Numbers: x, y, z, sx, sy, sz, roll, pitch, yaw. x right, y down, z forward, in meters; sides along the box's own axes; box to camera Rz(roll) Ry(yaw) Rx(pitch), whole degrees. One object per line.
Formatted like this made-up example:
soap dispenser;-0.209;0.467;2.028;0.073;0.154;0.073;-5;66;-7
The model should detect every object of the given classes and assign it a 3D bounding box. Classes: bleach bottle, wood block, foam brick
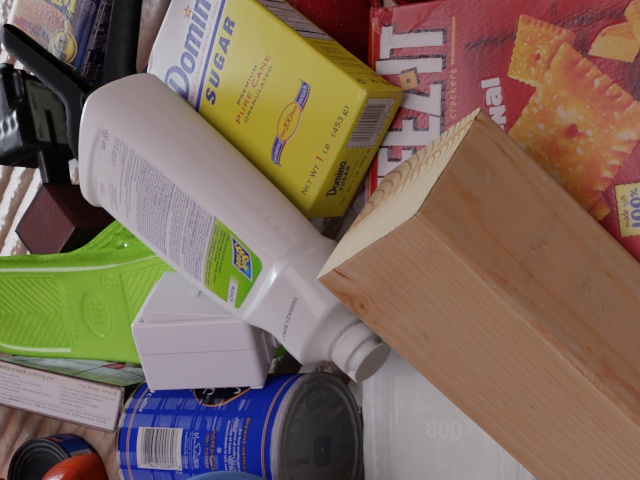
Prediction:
bleach bottle;-0.054;0.001;0.660;0.251;0.068;0.103;42;141;28
wood block;0.114;0.044;0.562;0.206;0.090;0.091;42;142;-10
foam brick;-0.188;-0.009;0.838;0.051;0.078;0.053;48;116;23

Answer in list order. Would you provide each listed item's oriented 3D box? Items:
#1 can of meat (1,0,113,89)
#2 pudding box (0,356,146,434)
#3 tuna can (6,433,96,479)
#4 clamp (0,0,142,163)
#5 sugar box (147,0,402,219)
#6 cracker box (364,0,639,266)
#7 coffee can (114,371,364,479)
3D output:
can of meat;-0.205;-0.179;0.862;0.102;0.057;0.084;30;108;29
pudding box;-0.181;0.114;0.812;0.114;0.090;0.039;8;91;17
tuna can;-0.218;0.204;0.884;0.086;0.033;0.086;0;90;33
clamp;-0.157;-0.115;0.806;0.120;0.039;0.171;-28;95;23
sugar box;-0.035;-0.101;0.681;0.176;0.048;0.093;41;118;28
cracker box;0.131;-0.063;0.630;0.214;0.072;0.164;2;91;34
coffee can;-0.055;0.142;0.735;0.141;0.102;0.103;-5;87;33
